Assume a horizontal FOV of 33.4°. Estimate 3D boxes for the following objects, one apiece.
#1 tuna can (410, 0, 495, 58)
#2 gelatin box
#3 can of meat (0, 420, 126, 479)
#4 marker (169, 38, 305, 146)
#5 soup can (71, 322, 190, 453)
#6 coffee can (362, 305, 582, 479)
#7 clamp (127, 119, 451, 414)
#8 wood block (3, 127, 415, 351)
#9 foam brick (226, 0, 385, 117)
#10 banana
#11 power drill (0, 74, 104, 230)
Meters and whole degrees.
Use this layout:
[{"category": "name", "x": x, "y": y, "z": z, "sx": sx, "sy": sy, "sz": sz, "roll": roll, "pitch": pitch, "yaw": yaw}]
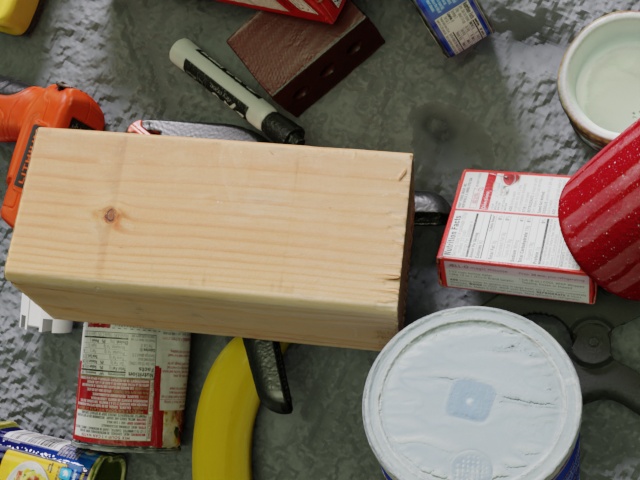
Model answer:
[{"category": "tuna can", "x": 0.068, "y": -0.152, "z": 0.634, "sx": 0.034, "sy": 0.086, "sz": 0.086, "roll": -31, "pitch": 77, "yaw": 12}, {"category": "gelatin box", "x": 0.117, "y": -0.004, "z": 0.612, "sx": 0.089, "sy": 0.030, "sz": 0.073, "roll": 5, "pitch": 50, "yaw": 20}, {"category": "can of meat", "x": -0.178, "y": 0.174, "z": 0.679, "sx": 0.084, "sy": 0.057, "sz": 0.102, "roll": 11, "pitch": 87, "yaw": 14}, {"category": "marker", "x": -0.053, "y": -0.092, "z": 0.681, "sx": 0.121, "sy": 0.020, "sz": 0.020, "roll": 40, "pitch": 95, "yaw": 29}, {"category": "soup can", "x": -0.117, "y": 0.078, "z": 0.667, "sx": 0.068, "sy": 0.068, "sz": 0.102, "roll": 2, "pitch": 84, "yaw": 16}, {"category": "coffee can", "x": 0.083, "y": 0.113, "z": 0.554, "sx": 0.103, "sy": 0.140, "sz": 0.103, "roll": -7, "pitch": 55, "yaw": 9}, {"category": "clamp", "x": -0.034, "y": -0.018, "z": 0.667, "sx": 0.164, "sy": 0.036, "sz": 0.210, "roll": -42, "pitch": 68, "yaw": -9}, {"category": "wood block", "x": -0.054, "y": 0.000, "z": 0.594, "sx": 0.206, "sy": 0.090, "sz": 0.091, "roll": 5, "pitch": 71, "yaw": 8}, {"category": "foam brick", "x": -0.009, "y": -0.124, "z": 0.669, "sx": 0.078, "sy": 0.053, "sz": 0.051, "roll": -40, "pitch": 75, "yaw": 8}, {"category": "banana", "x": -0.047, "y": 0.136, "z": 0.657, "sx": 0.070, "sy": 0.037, "sz": 0.198, "roll": 6, "pitch": 85, "yaw": 16}, {"category": "power drill", "x": -0.253, "y": -0.059, "z": 0.726, "sx": 0.188, "sy": 0.057, "sz": 0.184, "roll": 19, "pitch": 89, "yaw": 17}]
